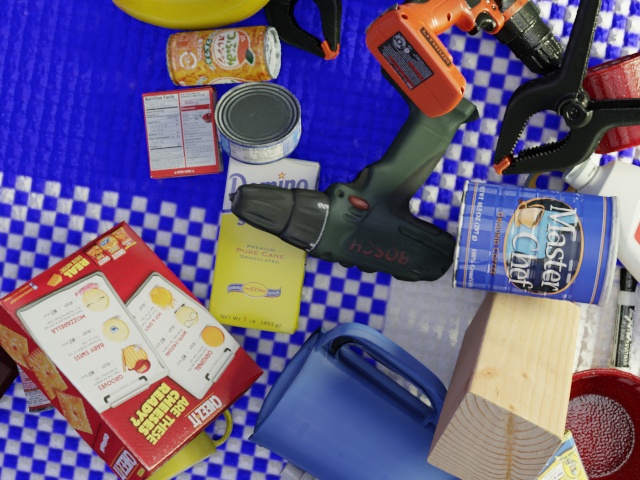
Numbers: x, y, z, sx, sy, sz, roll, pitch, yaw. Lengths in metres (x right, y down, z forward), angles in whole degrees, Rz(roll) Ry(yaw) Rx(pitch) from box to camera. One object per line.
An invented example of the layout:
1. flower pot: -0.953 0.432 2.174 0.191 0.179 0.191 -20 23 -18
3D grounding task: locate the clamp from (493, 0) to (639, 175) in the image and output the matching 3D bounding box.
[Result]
1. clamp: 0.248 -0.121 0.990 0.164 0.036 0.210 41 126 -1

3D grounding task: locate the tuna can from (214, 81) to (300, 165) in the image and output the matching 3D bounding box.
1. tuna can: -0.062 -0.117 1.066 0.086 0.034 0.086 -1 54 1

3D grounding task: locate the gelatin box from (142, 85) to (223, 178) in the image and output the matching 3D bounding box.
1. gelatin box: -0.141 -0.111 1.096 0.073 0.030 0.089 -5 93 5

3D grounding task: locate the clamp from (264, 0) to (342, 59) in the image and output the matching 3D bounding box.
1. clamp: -0.025 -0.263 1.070 0.120 0.039 0.171 -40 94 25

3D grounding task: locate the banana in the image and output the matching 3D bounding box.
1. banana: -0.115 -0.244 1.065 0.198 0.037 0.069 -12 109 25

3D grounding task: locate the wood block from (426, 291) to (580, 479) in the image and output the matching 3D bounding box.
1. wood block: 0.174 0.128 0.985 0.090 0.205 0.091 26 123 2

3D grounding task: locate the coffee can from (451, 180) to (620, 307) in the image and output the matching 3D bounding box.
1. coffee can: 0.198 0.002 0.988 0.140 0.102 0.103 7 94 10

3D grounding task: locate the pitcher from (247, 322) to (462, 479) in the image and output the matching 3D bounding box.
1. pitcher: 0.064 0.194 1.052 0.243 0.149 0.145 33 75 -2

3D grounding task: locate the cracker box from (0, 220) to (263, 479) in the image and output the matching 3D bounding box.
1. cracker box: -0.189 0.108 1.040 0.214 0.072 0.163 47 51 7

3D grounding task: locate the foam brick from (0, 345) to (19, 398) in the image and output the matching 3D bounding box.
1. foam brick: -0.356 0.146 1.115 0.053 0.051 0.078 36 95 1

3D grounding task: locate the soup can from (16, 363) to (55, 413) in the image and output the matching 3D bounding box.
1. soup can: -0.280 0.119 1.101 0.068 0.068 0.102 -15 92 4

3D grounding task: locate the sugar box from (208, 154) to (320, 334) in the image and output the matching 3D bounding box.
1. sugar box: -0.057 0.001 1.090 0.093 0.048 0.176 8 95 3

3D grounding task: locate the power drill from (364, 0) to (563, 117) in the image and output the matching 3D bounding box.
1. power drill: 0.139 -0.197 1.012 0.184 0.057 0.187 47 51 -7
